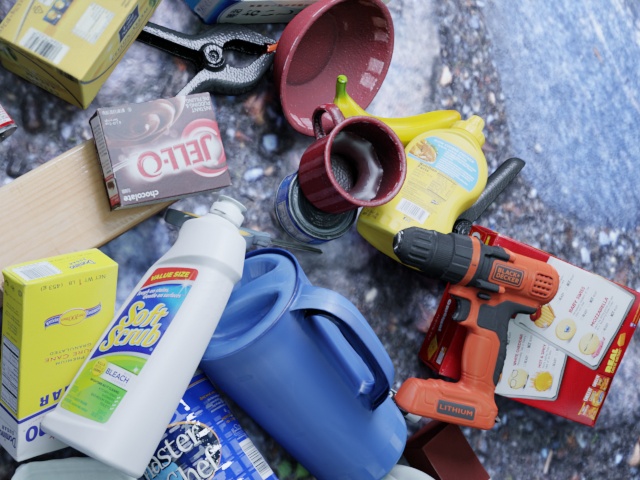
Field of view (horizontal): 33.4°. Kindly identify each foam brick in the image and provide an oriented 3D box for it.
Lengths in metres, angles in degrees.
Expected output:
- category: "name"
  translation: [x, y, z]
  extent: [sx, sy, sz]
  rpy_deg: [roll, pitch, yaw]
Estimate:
- category: "foam brick"
  translation: [0.133, 0.238, 1.144]
  extent: [0.052, 0.051, 0.078]
  rpy_deg: [-34, 96, -25]

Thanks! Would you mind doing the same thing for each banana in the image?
- category: "banana"
  translation: [0.076, -0.127, 1.166]
  extent: [0.197, 0.070, 0.037]
  rpy_deg: [8, 43, -45]

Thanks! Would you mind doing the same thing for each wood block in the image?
- category: "wood block"
  translation: [-0.232, -0.029, 0.992]
  extent: [0.205, 0.090, 0.091]
  rpy_deg: [-33, 96, -26]

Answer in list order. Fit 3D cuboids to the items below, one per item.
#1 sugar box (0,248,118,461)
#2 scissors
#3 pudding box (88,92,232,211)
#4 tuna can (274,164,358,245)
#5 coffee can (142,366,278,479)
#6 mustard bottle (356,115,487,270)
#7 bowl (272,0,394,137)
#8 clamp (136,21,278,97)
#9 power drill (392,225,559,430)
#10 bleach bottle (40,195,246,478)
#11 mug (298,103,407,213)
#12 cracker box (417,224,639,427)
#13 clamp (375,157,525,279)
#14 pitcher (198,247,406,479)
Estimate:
- category: "sugar box"
  translation: [-0.231, 0.101, 0.939]
  extent: [0.093, 0.048, 0.176]
  rpy_deg: [-13, 118, -40]
- category: "scissors"
  translation: [-0.057, 0.001, 1.052]
  extent: [0.201, 0.096, 0.016]
  rpy_deg: [15, 96, -33]
- category: "pudding box"
  translation: [-0.145, -0.080, 0.969]
  extent: [0.113, 0.039, 0.090]
  rpy_deg: [-13, 87, -27]
- category: "tuna can"
  translation: [-0.003, -0.039, 1.134]
  extent: [0.086, 0.034, 0.086]
  rpy_deg: [4, 80, -25]
- category: "coffee can"
  translation: [-0.113, 0.202, 0.985]
  extent: [0.102, 0.103, 0.140]
  rpy_deg: [-32, 81, -26]
- category: "mustard bottle"
  translation: [0.125, -0.064, 1.154]
  extent: [0.096, 0.058, 0.191]
  rpy_deg: [31, 65, 11]
- category: "bowl"
  translation: [0.003, -0.193, 1.124]
  extent: [0.161, 0.055, 0.162]
  rpy_deg: [-30, 138, -31]
- category: "clamp"
  translation: [-0.118, -0.173, 1.098]
  extent: [0.171, 0.039, 0.120]
  rpy_deg: [-6, 84, -22]
- category: "power drill"
  translation: [0.138, 0.089, 1.084]
  extent: [0.184, 0.057, 0.188]
  rpy_deg: [16, 95, -15]
- category: "bleach bottle"
  translation: [-0.139, 0.073, 0.929]
  extent: [0.068, 0.103, 0.250]
  rpy_deg: [42, 69, -45]
- category: "mug"
  translation: [0.023, -0.083, 1.087]
  extent: [0.093, 0.082, 0.117]
  rpy_deg: [-30, 95, -27]
- category: "cracker box"
  translation: [0.236, 0.095, 1.185]
  extent: [0.213, 0.072, 0.164]
  rpy_deg: [21, 94, -21]
- category: "clamp"
  translation: [0.159, -0.017, 1.206]
  extent: [0.209, 0.036, 0.164]
  rpy_deg: [1, 82, -23]
- category: "pitcher"
  translation: [-0.009, 0.131, 1.011]
  extent: [0.145, 0.149, 0.242]
  rpy_deg: [-39, 122, -3]
